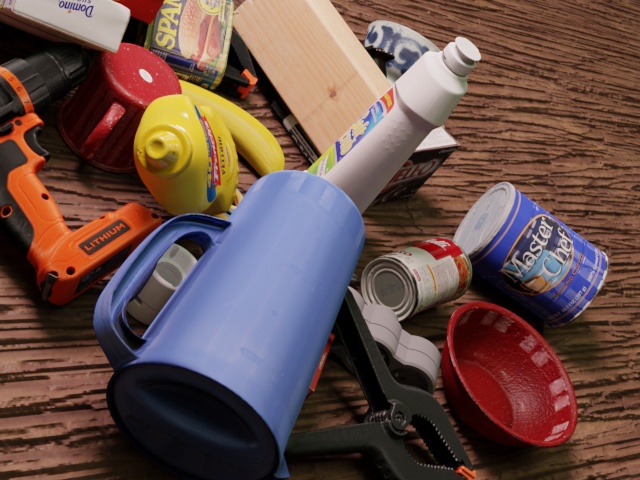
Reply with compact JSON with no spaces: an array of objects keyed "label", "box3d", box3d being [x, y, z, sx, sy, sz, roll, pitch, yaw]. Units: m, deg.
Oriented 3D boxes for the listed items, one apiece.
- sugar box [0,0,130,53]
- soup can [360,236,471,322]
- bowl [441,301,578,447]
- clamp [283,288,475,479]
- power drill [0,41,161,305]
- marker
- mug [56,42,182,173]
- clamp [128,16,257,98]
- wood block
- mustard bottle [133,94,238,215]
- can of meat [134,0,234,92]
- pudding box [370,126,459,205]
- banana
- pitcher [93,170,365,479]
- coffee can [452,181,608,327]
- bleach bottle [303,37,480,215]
[{"label":"sugar box","box3d":[-0.235,-0.201,0.925,0.093,0.048,0.176,19,1,-30]},{"label":"soup can","box3d":[0.095,0.039,1.058,0.102,0.069,0.068,-17,66,-49]},{"label":"bowl","box3d":[0.172,0.140,1.037,0.162,0.055,0.162,25,40,-23]},{"label":"clamp","box3d":[0.055,0.143,0.909,0.209,0.036,0.164,33,56,-27]},{"label":"power drill","box3d":[-0.213,-0.057,0.838,0.188,0.057,0.184,47,59,7]},{"label":"marker","box3d":[-0.017,-0.106,1.141,0.020,0.020,0.121,-15,64,-49]},{"label":"mug","box3d":[-0.179,-0.114,0.942,0.093,0.082,0.117,37,36,-9]},{"label":"clamp","box3d":[-0.130,-0.226,1.132,0.171,0.039,0.120,40,55,-8]},{"label":"wood block","box3d":[0.001,-0.185,1.157,0.206,0.091,0.090,57,19,19]},{"label":"mustard bottle","box3d":[-0.110,-0.068,0.866,0.191,0.058,0.096,-10,94,-84]},{"label":"can of meat","box3d":[-0.136,-0.205,1.063,0.083,0.058,0.102,15,68,-20]},{"label":"pudding box","box3d":[0.085,-0.081,1.151,0.113,0.090,0.039,-17,66,-51]},{"label":"banana","box3d":[-0.107,-0.116,1.049,0.197,0.037,0.069,32,35,-15]},{"label":"pitcher","box3d":[-0.058,0.050,0.811,0.145,0.149,0.242,12,45,16]},{"label":"coffee can","box3d":[0.230,0.016,1.178,0.140,0.103,0.102,34,37,-12]},{"label":"bleach bottle","box3d":[0.061,-0.098,1.006,0.068,0.251,0.102,35,37,-12]}]
